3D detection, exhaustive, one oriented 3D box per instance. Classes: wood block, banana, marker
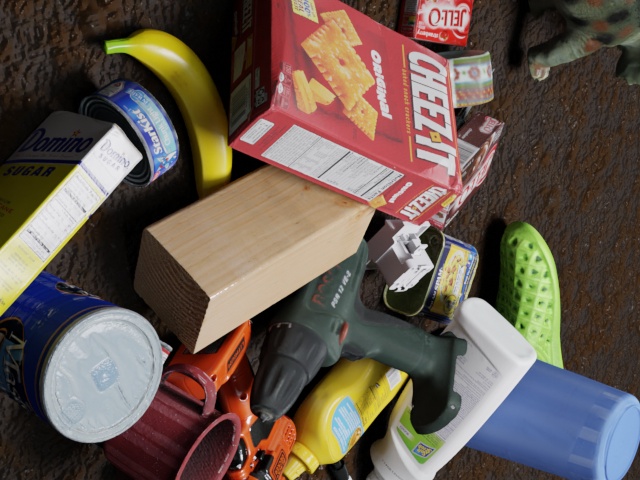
[{"bbox_3d":[-0.057,0.001,0.965,0.205,0.090,0.091,-31,156,-34],"label":"wood block"},{"bbox_3d":[-0.118,-0.114,0.933,0.069,0.037,0.197,-36,126,-9],"label":"banana"},{"bbox_3d":[0.035,0.292,1.214,0.020,0.020,0.121,-41,128,-28],"label":"marker"}]

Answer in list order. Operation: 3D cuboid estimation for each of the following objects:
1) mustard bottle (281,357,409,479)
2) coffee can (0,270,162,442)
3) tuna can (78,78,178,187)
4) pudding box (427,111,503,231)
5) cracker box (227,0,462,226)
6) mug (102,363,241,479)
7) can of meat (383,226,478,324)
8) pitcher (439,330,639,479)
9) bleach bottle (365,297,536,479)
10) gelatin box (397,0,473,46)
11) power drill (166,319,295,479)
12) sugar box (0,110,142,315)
[{"bbox_3d":[0.022,0.179,1.138,0.191,0.058,0.096,-48,144,-23],"label":"mustard bottle"},{"bbox_3d":[-0.204,0.085,0.830,0.102,0.141,0.103,-15,113,-41],"label":"coffee can"},{"bbox_3d":[-0.155,-0.087,0.865,0.033,0.086,0.086,-40,127,-31],"label":"tuna can"},{"bbox_3d":[0.153,-0.077,1.167,0.113,0.039,0.090,-43,154,-41],"label":"pudding box"},{"bbox_3d":[0.024,-0.127,0.952,0.213,0.072,0.164,21,52,-30],"label":"cracker box"},{"bbox_3d":[-0.122,0.156,0.881,0.093,0.082,0.117,-21,133,-60],"label":"mug"},{"bbox_3d":[0.127,0.040,1.202,0.083,0.058,0.102,19,89,-48],"label":"can of meat"},{"bbox_3d":[0.237,0.200,1.225,0.148,0.243,0.145,-2,104,-52],"label":"pitcher"},{"bbox_3d":[0.125,0.186,1.180,0.067,0.103,0.251,-11,142,-57],"label":"bleach bottle"},{"bbox_3d":[0.124,-0.246,1.130,0.089,0.030,0.073,0,103,-44],"label":"gelatin box"},{"bbox_3d":[-0.086,0.179,0.994,0.184,0.057,0.187,-64,145,-55],"label":"power drill"},{"bbox_3d":[-0.226,-0.021,0.812,0.176,0.093,0.048,-55,133,-19],"label":"sugar box"}]
